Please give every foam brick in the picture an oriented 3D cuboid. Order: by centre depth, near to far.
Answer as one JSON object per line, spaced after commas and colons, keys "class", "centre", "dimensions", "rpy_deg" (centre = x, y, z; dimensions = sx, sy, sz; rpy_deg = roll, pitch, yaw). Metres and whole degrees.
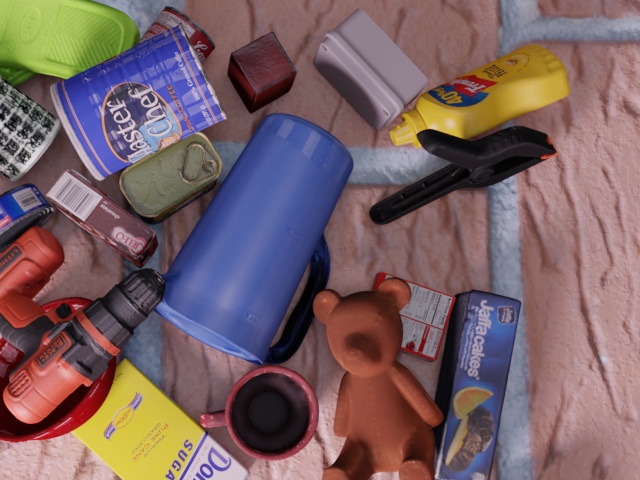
{"class": "foam brick", "centre": [-0.063, -0.178, 1.133], "dimensions": [0.053, 0.078, 0.051], "rpy_deg": [-31, 87, -12]}

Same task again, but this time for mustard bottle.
{"class": "mustard bottle", "centre": [0.163, -0.147, 1.147], "dimensions": [0.191, 0.096, 0.058], "rpy_deg": [-25, 121, -8]}

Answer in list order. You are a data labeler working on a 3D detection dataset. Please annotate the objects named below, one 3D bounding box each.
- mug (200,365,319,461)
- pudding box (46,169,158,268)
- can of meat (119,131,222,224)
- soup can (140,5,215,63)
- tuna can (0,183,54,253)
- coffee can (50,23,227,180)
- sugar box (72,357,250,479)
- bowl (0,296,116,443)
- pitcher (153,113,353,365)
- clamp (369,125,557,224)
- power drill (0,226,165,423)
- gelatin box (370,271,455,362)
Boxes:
{"class": "mug", "centre": [-0.064, 0.176, 1.087], "dimensions": [0.117, 0.081, 0.093], "rpy_deg": [-9, 84, -8]}
{"class": "pudding box", "centre": [-0.220, -0.020, 1.090], "dimensions": [0.113, 0.090, 0.039], "rpy_deg": [38, 79, 0]}
{"class": "can of meat", "centre": [-0.153, -0.062, 1.105], "dimensions": [0.102, 0.084, 0.057], "rpy_deg": [-33, 88, -9]}
{"class": "soup can", "centre": [-0.169, -0.187, 1.127], "dimensions": [0.068, 0.068, 0.102], "rpy_deg": [38, 81, -1]}
{"class": "tuna can", "centre": [-0.315, -0.020, 1.081], "dimensions": [0.086, 0.086, 0.034], "rpy_deg": [-37, 87, -9]}
{"class": "coffee can", "centre": [-0.175, -0.134, 1.036], "dimensions": [0.140, 0.103, 0.103], "rpy_deg": [-26, 87, -1]}
{"class": "sugar box", "centre": [-0.165, 0.212, 1.090], "dimensions": [0.176, 0.048, 0.093], "rpy_deg": [42, 81, 1]}
{"class": "bowl", "centre": [-0.260, 0.137, 1.059], "dimensions": [0.162, 0.055, 0.162], "rpy_deg": [-16, 49, 19]}
{"class": "pitcher", "centre": [-0.057, 0.001, 1.096], "dimensions": [0.145, 0.149, 0.242], "rpy_deg": [26, 77, 12]}
{"class": "clamp", "centre": [0.162, -0.085, 1.121], "dimensions": [0.209, 0.165, 0.036], "rpy_deg": [-17, 69, -17]}
{"class": "power drill", "centre": [-0.253, 0.062, 1.035], "dimensions": [0.184, 0.057, 0.188], "rpy_deg": [-43, 45, -6]}
{"class": "gelatin box", "centre": [0.092, 0.082, 1.143], "dimensions": [0.089, 0.030, 0.073], "rpy_deg": [19, 80, -3]}
